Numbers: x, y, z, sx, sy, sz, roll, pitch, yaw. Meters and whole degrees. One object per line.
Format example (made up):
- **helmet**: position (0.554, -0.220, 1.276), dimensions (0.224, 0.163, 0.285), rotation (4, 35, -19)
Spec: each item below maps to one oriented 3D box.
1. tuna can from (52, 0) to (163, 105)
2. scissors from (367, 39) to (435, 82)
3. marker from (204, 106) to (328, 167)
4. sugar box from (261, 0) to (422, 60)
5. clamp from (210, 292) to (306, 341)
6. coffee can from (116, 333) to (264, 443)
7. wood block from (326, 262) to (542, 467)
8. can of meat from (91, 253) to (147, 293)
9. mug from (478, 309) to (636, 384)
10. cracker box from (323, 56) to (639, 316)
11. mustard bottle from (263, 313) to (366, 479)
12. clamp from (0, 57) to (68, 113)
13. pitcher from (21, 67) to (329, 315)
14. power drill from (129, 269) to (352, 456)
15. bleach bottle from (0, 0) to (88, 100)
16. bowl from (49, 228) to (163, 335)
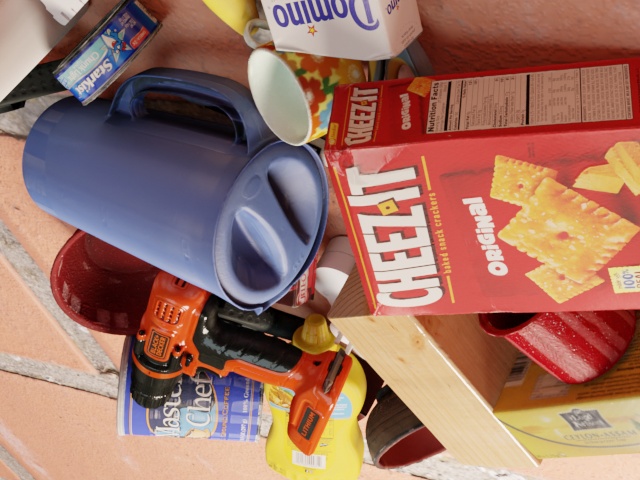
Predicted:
- **tuna can**: position (-0.159, -0.143, 0.798), dimensions (0.033, 0.086, 0.086), rotation (44, 145, -18)
- **scissors**: position (0.051, -0.146, 0.666), dimensions (0.096, 0.016, 0.202), rotation (46, 151, 18)
- **marker**: position (-0.038, -0.090, 0.835), dimensions (0.121, 0.020, 0.020), rotation (26, 148, 6)
- **sugar box**: position (-0.004, -0.191, 0.617), dimensions (0.093, 0.048, 0.176), rotation (13, 133, 36)
- **clamp**: position (-0.075, 0.071, 1.025), dimensions (0.120, 0.039, 0.171), rotation (-2, 160, 38)
- **coffee can**: position (-0.128, 0.148, 1.071), dimensions (0.140, 0.103, 0.103), rotation (4, 147, -5)
- **wood block**: position (0.112, 0.095, 0.901), dimensions (0.090, 0.090, 0.206), rotation (-10, 130, 46)
- **can of meat**: position (-0.214, 0.034, 1.112), dimensions (0.102, 0.057, 0.084), rotation (-14, 129, 48)
- **mug**: position (0.187, 0.046, 0.790), dimensions (0.081, 0.093, 0.117), rotation (38, 111, -21)
- **cracker box**: position (0.123, -0.026, 0.686), dimensions (0.214, 0.072, 0.164), rotation (-3, 136, 15)
- **mustard bottle**: position (-0.005, 0.148, 1.012), dimensions (0.096, 0.058, 0.192), rotation (9, 127, 11)
- **clamp**: position (-0.275, -0.121, 0.887), dimensions (0.210, 0.164, 0.036), rotation (-7, 104, 33)
- **pitcher**: position (-0.124, -0.051, 0.849), dimensions (0.243, 0.149, 0.144), rotation (19, 174, 33)
- **power drill**: position (-0.077, 0.119, 0.941), dimensions (0.187, 0.057, 0.185), rotation (23, 137, 1)
- **bleach bottle**: position (-0.276, -0.112, 0.778), dimensions (0.103, 0.250, 0.068), rotation (2, 138, 37)
- **bowl**: position (-0.176, 0.016, 1.015), dimensions (0.162, 0.055, 0.162), rotation (-10, 134, -10)
